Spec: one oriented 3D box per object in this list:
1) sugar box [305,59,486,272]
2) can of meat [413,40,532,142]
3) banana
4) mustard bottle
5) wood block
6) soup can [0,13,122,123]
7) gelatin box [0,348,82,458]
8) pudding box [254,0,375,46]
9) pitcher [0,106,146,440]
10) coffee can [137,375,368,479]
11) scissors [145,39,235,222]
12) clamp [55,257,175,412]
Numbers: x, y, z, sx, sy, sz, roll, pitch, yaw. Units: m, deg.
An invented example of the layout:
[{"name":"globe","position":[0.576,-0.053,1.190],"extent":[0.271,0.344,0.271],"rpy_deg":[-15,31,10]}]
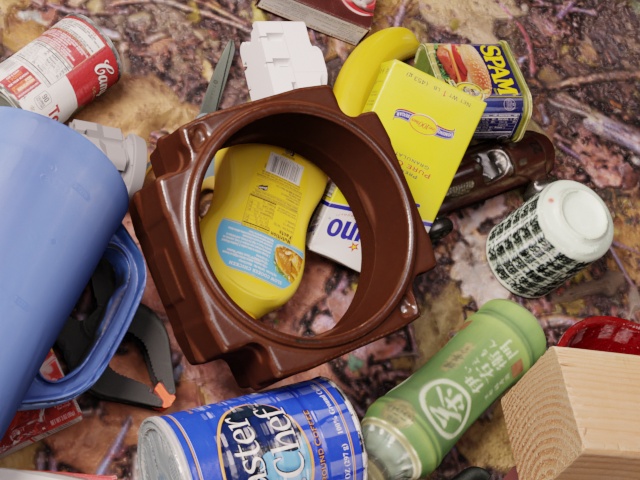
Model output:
[{"name":"sugar box","position":[0.062,-0.056,0.915],"extent":[0.093,0.048,0.176],"rpy_deg":[23,90,-11]},{"name":"can of meat","position":[0.138,-0.139,0.991],"extent":[0.083,0.057,0.102],"rpy_deg":[-2,50,-14]},{"name":"banana","position":[0.048,-0.143,1.002],"extent":[0.069,0.037,0.197],"rpy_deg":[37,58,-4]},{"name":"mustard bottle","position":[-0.056,0.001,0.870],"extent":[0.096,0.058,0.191],"rpy_deg":[25,68,-28]},{"name":"wood block","position":[0.260,0.151,0.836],"extent":[0.205,0.090,0.091],"rpy_deg":[8,50,-19]},{"name":"soup can","position":[-0.220,-0.129,0.862],"extent":[0.068,0.069,0.102],"rpy_deg":[44,58,0]},{"name":"gelatin box","position":[-0.225,0.113,0.758],"extent":[0.089,0.030,0.073],"rpy_deg":[-25,81,-12]},{"name":"pudding box","position":[-0.001,-0.249,1.027],"extent":[0.113,0.039,0.090],"rpy_deg":[17,62,-16]},{"name":"pitcher","position":[-0.219,0.047,0.694],"extent":[0.149,0.145,0.242],"rpy_deg":[11,55,9]},{"name":"coffee can","position":[-0.051,0.164,0.782],"extent":[0.140,0.103,0.103],"rpy_deg":[-10,72,-27]},{"name":"scissors","position":[-0.089,-0.083,0.928],"extent":[0.096,0.016,0.201],"rpy_deg":[36,59,-7]},{"name":"clamp","position":[-0.167,0.055,0.815],"extent":[0.171,0.039,0.120],"rpy_deg":[40,75,-4]}]
